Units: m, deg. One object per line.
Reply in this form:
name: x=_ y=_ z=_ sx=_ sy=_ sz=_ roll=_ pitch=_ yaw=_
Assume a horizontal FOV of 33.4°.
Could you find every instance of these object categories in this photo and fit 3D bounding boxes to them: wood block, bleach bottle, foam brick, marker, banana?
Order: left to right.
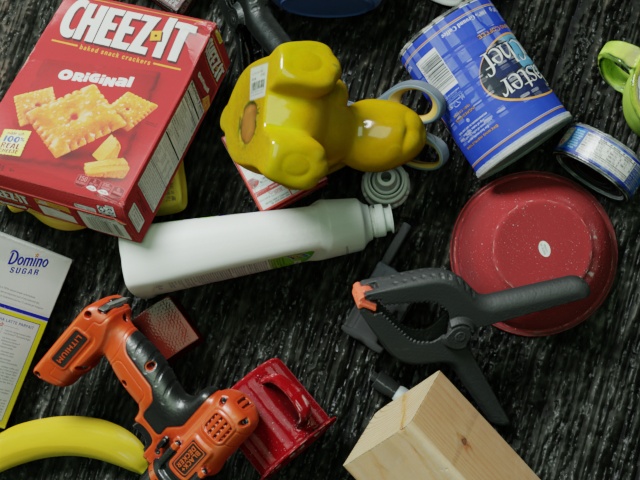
banana: x=-0.250 y=0.203 z=1.025 sx=0.198 sy=0.037 sz=0.069 roll=3 pitch=83 yaw=4
foam brick: x=-0.158 y=0.095 z=1.023 sx=0.078 sy=0.051 sz=0.053 roll=-34 pitch=83 yaw=-1
bleach bottle: x=-0.057 y=0.001 z=1.006 sx=0.251 sy=0.102 sz=0.068 roll=-9 pitch=84 yaw=0
marker: x=0.099 y=0.163 z=1.017 sx=0.121 sy=0.020 sz=0.020 roll=34 pitch=87 yaw=6
wood block: x=0.132 y=0.230 z=0.942 sx=0.206 sy=0.090 sz=0.090 roll=48 pitch=124 yaw=-3

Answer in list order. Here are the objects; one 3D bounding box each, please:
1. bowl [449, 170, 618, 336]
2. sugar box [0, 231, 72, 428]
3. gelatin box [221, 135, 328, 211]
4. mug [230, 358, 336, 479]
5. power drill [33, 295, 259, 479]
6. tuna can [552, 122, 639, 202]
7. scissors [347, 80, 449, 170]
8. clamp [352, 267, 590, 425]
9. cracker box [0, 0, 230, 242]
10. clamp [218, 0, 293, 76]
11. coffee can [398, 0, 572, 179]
bowl: x=0.205 y=0.010 z=1.008 sx=0.162 sy=0.055 sz=0.162 roll=0 pitch=85 yaw=3
sugar box: x=-0.314 y=0.082 z=1.015 sx=0.048 sy=0.093 sz=0.176 roll=14 pitch=81 yaw=46
gelatin box: x=-0.044 y=-0.078 z=1.044 sx=0.073 sy=0.030 sz=0.089 roll=-29 pitch=84 yaw=-1
mug: x=-0.042 y=0.159 z=0.982 sx=0.093 sy=0.117 sz=0.081 roll=-34 pitch=77 yaw=-29
power drill: x=-0.169 y=0.157 z=0.966 sx=0.188 sy=0.057 sz=0.185 roll=44 pitch=109 yaw=7
tuna can: x=0.261 y=-0.072 z=0.997 sx=0.086 sy=0.086 sz=0.034 roll=35 pitch=89 yaw=6
scissors: x=0.037 y=-0.134 z=1.011 sx=0.202 sy=0.016 sz=0.096 roll=31 pitch=132 yaw=14
clamp: x=0.129 y=0.070 z=0.953 sx=0.209 sy=0.036 sz=0.165 roll=25 pitch=109 yaw=-22
cracker box: x=-0.202 y=-0.120 z=0.989 sx=0.164 sy=0.072 sz=0.213 roll=15 pitch=65 yaw=16
clamp: x=-0.069 y=-0.206 z=1.030 sx=0.039 sy=0.120 sz=0.171 roll=-9 pitch=67 yaw=-30
coffee can: x=0.154 y=-0.143 z=1.002 sx=0.103 sy=0.103 sz=0.140 roll=-33 pitch=83 yaw=0
